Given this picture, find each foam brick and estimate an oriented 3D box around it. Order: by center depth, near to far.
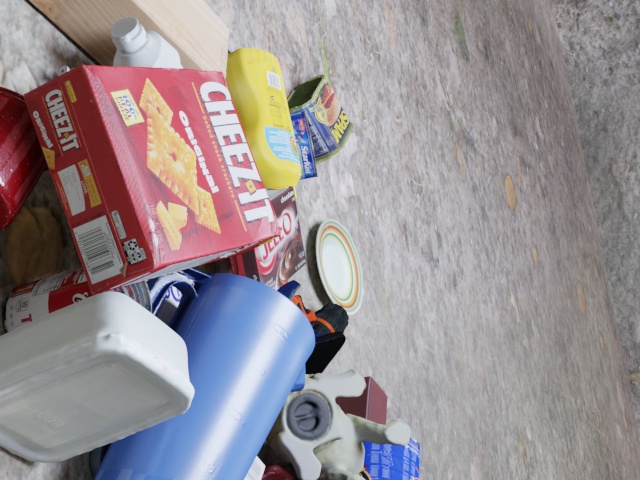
[{"bbox_3d":[0.049,0.220,1.340,0.051,0.053,0.078,49,37,-42],"label":"foam brick"}]

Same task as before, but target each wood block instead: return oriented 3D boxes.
[{"bbox_3d":[-0.186,-0.227,1.064,0.205,0.091,0.090,42,40,-48],"label":"wood block"}]

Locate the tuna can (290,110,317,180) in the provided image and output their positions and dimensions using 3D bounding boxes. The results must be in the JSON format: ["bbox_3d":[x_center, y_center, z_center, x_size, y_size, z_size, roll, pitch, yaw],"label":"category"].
[{"bbox_3d":[-0.028,-0.119,1.351,0.086,0.033,0.086,169,-90,-89],"label":"tuna can"}]

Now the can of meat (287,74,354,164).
[{"bbox_3d":[-0.005,-0.163,1.434,0.084,0.058,0.102,60,29,-23],"label":"can of meat"}]

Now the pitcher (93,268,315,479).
[{"bbox_3d":[-0.113,0.149,0.926,0.145,0.149,0.242,96,16,-50],"label":"pitcher"}]

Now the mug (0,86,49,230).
[{"bbox_3d":[-0.271,-0.066,0.827,0.117,0.093,0.081,30,47,-14],"label":"mug"}]

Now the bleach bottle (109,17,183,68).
[{"bbox_3d":[-0.144,-0.107,1.054,0.250,0.068,0.102,66,24,-45],"label":"bleach bottle"}]

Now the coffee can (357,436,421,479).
[{"bbox_3d":[0.066,0.308,1.270,0.102,0.103,0.140,50,35,-41],"label":"coffee can"}]

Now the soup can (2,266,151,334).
[{"bbox_3d":[-0.199,0.058,0.872,0.068,0.102,0.068,39,43,-50],"label":"soup can"}]

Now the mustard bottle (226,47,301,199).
[{"bbox_3d":[-0.062,-0.115,1.200,0.096,0.058,0.191,10,65,-68],"label":"mustard bottle"}]

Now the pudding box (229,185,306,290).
[{"bbox_3d":[-0.057,0.001,1.115,0.113,0.039,0.090,-44,129,-62],"label":"pudding box"}]

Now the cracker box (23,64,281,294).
[{"bbox_3d":[-0.129,-0.057,0.884,0.213,0.072,0.164,-16,86,-64],"label":"cracker box"}]
